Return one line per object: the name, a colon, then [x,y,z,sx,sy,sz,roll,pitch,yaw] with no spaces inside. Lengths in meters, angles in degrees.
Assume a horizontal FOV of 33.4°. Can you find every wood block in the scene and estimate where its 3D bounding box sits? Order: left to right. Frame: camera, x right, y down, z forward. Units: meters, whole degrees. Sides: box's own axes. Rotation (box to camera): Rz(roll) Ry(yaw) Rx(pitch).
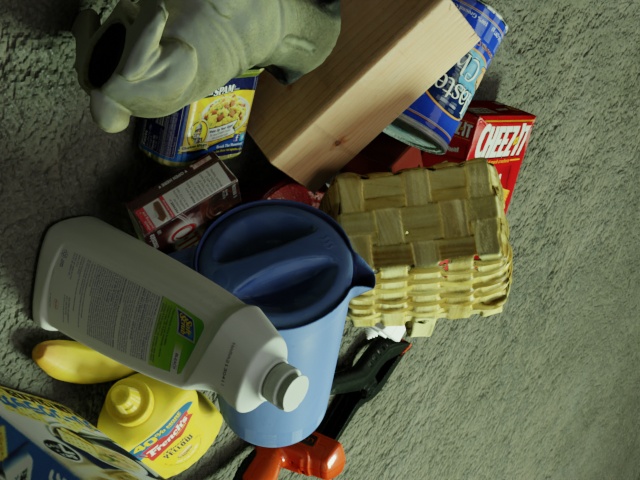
wood block: [0.028,-0.153,0.959,0.206,0.090,0.090,-42,149,10]

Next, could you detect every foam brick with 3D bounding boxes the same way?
foam brick: [0.062,-0.090,1.145,0.053,0.078,0.051,-47,145,-23]

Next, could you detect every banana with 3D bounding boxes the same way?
banana: [-0.178,0.092,0.956,0.197,0.037,0.070,-23,124,-48]

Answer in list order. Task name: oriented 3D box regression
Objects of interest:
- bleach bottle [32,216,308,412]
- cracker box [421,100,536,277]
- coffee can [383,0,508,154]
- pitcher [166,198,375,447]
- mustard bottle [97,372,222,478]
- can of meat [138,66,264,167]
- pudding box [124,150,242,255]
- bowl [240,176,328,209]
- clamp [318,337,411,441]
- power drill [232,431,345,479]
bleach bottle: [-0.116,0.069,0.822,0.067,0.251,0.103,-16,125,-51]
cracker box: [0.186,-0.066,1.354,0.163,0.072,0.214,-10,120,-54]
coffee can: [0.110,-0.171,1.063,0.140,0.103,0.102,-63,149,-3]
pitcher: [-0.052,0.085,0.958,0.144,0.149,0.243,-37,153,-27]
mustard bottle: [-0.154,0.165,0.983,0.096,0.058,0.191,-39,157,-7]
can of meat: [-0.102,-0.113,0.901,0.101,0.058,0.084,-17,128,-50]
pudding box: [-0.113,-0.021,0.910,0.090,0.039,0.113,-33,163,-11]
bowl: [-0.057,0.001,1.052,0.161,0.055,0.162,-35,139,-38]
clamp: [0.046,0.192,1.365,0.209,0.036,0.165,-35,148,-46]
power drill: [-0.048,0.286,1.169,0.187,0.185,0.057,-45,146,-45]
